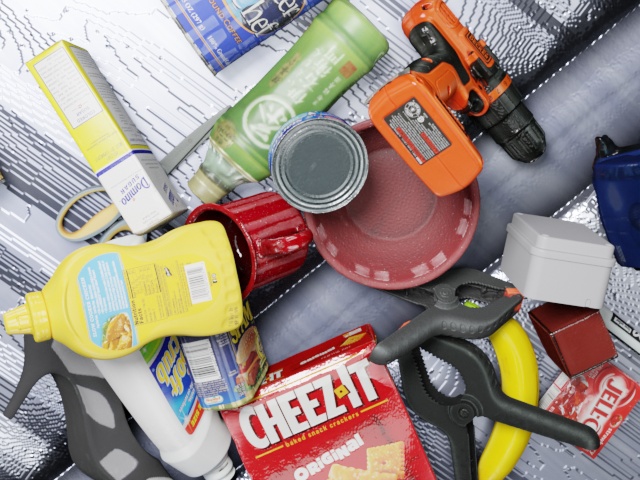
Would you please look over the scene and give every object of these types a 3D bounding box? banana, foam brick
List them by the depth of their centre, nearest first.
[{"bbox_3d":[0.242,0.090,1.025,0.051,0.078,0.053,-27,103,1],"label":"foam brick"},{"bbox_3d":[0.182,0.153,1.056,0.070,0.037,0.198,-1,99,23],"label":"banana"}]

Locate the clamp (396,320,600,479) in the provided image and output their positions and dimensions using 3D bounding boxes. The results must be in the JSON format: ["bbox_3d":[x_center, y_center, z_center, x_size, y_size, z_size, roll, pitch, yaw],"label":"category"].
[{"bbox_3d":[0.140,0.171,1.036,0.210,0.036,0.165,44,113,7],"label":"clamp"}]

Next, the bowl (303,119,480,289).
[{"bbox_3d":[0.066,-0.038,0.997,0.162,0.055,0.162,1,103,3],"label":"bowl"}]

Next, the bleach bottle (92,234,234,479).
[{"bbox_3d":[-0.147,0.124,1.002,0.068,0.102,0.250,-13,117,32],"label":"bleach bottle"}]

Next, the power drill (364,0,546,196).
[{"bbox_3d":[0.122,-0.113,0.931,0.057,0.187,0.184,-37,101,33],"label":"power drill"}]

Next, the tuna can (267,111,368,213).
[{"bbox_3d":[-0.003,-0.070,0.937,0.086,0.034,0.086,-3,110,-9],"label":"tuna can"}]

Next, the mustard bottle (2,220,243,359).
[{"bbox_3d":[-0.165,0.048,0.888,0.191,0.058,0.096,-13,95,-20],"label":"mustard bottle"}]

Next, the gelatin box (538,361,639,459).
[{"bbox_3d":[0.267,0.160,1.063,0.073,0.030,0.089,35,97,-9],"label":"gelatin box"}]

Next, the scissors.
[{"bbox_3d":[-0.152,-0.041,1.008,0.202,0.016,0.096,-26,102,2],"label":"scissors"}]

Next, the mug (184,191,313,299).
[{"bbox_3d":[-0.056,0.001,0.965,0.081,0.117,0.093,-21,100,-45],"label":"mug"}]

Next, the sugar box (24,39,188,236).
[{"bbox_3d":[-0.187,-0.088,0.946,0.048,0.093,0.176,-30,92,4],"label":"sugar box"}]

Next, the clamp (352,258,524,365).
[{"bbox_3d":[0.107,0.055,1.015,0.171,0.120,0.039,-8,145,-20],"label":"clamp"}]

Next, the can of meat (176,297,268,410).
[{"bbox_3d":[-0.091,0.101,0.994,0.057,0.102,0.084,-13,104,15],"label":"can of meat"}]

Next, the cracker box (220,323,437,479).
[{"bbox_3d":[0.018,0.214,1.036,0.164,0.072,0.213,-24,100,0],"label":"cracker box"}]

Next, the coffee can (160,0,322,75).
[{"bbox_3d":[-0.064,-0.226,0.935,0.140,0.103,0.103,-34,101,3],"label":"coffee can"}]
